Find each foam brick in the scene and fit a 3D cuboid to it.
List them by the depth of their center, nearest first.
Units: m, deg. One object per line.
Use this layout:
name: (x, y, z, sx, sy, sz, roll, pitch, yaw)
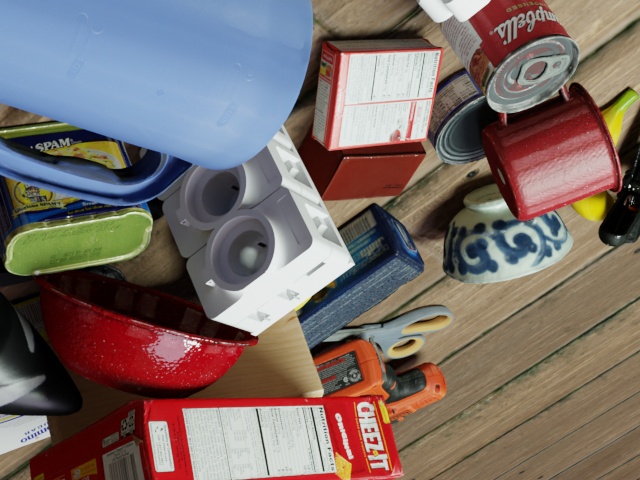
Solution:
foam brick: (0.031, -0.067, 0.827, 0.078, 0.051, 0.053, -5, 145, -31)

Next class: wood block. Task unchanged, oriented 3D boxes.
wood block: (-0.115, 0.123, 0.867, 0.205, 0.091, 0.090, -9, 148, -20)

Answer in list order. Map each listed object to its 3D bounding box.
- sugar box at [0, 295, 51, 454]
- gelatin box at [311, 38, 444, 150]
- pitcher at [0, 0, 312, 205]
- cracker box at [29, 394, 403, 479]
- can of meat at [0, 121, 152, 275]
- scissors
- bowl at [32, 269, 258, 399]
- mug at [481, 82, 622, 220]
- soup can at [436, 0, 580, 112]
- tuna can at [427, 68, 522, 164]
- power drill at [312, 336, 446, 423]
sugar box: (-0.254, 0.117, 0.906, 0.093, 0.048, 0.176, -18, 153, -15)
gelatin box: (0.041, -0.107, 0.770, 0.089, 0.030, 0.073, -9, 121, -28)
pitcher: (-0.137, -0.114, 0.551, 0.242, 0.149, 0.145, 11, 163, -41)
cracker box: (-0.076, 0.163, 0.770, 0.213, 0.072, 0.164, 6, 154, -40)
can of meat: (-0.169, -0.029, 0.703, 0.101, 0.084, 0.057, -11, 147, -25)
scissors: (0.051, 0.109, 1.152, 0.201, 0.016, 0.096, -11, 147, -24)
bowl: (-0.126, 0.068, 0.735, 0.161, 0.162, 0.055, 15, 93, -49)
mug: (0.173, -0.075, 0.828, 0.081, 0.093, 0.117, -22, 119, 2)
soup can: (0.120, -0.146, 0.720, 0.068, 0.102, 0.068, -19, 149, -12)
tuna can: (0.125, -0.102, 0.861, 0.086, 0.034, 0.086, -19, 149, -12)
power drill: (0.033, 0.173, 1.187, 0.184, 0.057, 0.187, -27, 155, 14)
